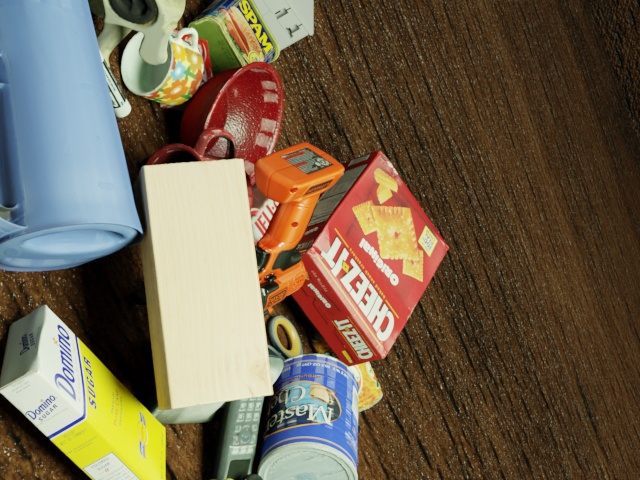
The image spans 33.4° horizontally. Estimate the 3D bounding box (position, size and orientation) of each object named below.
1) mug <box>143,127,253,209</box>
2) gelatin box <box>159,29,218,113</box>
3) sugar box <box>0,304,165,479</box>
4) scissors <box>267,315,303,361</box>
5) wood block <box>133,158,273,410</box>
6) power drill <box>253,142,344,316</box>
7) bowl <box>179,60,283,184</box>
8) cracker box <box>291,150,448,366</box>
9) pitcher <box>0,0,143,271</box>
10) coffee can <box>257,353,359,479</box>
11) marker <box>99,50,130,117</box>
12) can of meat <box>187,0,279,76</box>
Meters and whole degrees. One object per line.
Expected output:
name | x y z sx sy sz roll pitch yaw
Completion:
mug | -0.117 -0.057 1.062 0.081 0.093 0.117 5 108 -56
gelatin box | -0.152 -0.188 1.194 0.073 0.030 0.089 7 70 -57
sugar box | -0.199 0.146 0.918 0.176 0.048 0.093 56 10 -31
scissors | -0.014 0.160 1.264 0.201 0.016 0.096 39 45 -43
wood block | -0.106 0.040 0.941 0.090 0.090 0.206 -6 82 -16
power drill | -0.057 0.001 1.067 0.057 0.188 0.184 35 32 17
bowl | -0.106 -0.125 1.175 0.161 0.055 0.162 -46 148 -41
cracker box | 0.053 0.018 1.275 0.164 0.072 0.213 54 44 -19
pitcher | -0.243 -0.102 0.916 0.144 0.149 0.243 -8 76 -18
coffee can | -0.010 0.204 1.135 0.102 0.103 0.140 55 22 -28
marker | -0.215 -0.165 1.048 0.121 0.020 0.020 70 20 -57
can of meat | -0.105 -0.237 1.269 0.102 0.058 0.083 59 37 -21
